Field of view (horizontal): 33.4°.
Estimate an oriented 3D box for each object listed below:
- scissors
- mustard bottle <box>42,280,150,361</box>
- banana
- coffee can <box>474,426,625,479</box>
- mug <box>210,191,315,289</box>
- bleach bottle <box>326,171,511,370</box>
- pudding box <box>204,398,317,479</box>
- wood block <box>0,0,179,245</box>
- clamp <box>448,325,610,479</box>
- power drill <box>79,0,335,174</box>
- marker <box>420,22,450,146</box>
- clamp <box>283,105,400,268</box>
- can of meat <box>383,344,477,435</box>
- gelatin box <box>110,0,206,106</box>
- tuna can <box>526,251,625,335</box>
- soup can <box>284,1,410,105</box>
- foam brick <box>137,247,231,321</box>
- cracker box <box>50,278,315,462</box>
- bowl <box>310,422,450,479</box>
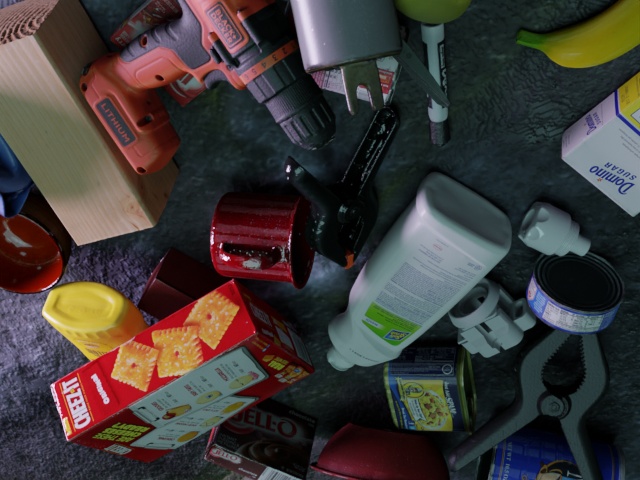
[{"bbox_3d":[0.016,-0.175,0.837,0.096,0.016,0.202,-26,96,6],"label":"scissors"},{"bbox_3d":[-0.211,0.111,1.133,0.096,0.058,0.191,6,152,20],"label":"mustard bottle"},{"bbox_3d":[0.244,-0.192,0.821,0.069,0.037,0.198,36,127,-19],"label":"banana"},{"bbox_3d":[0.244,0.257,1.150,0.140,0.102,0.103,12,130,2],"label":"coffee can"},{"bbox_3d":[-0.057,0.001,0.997,0.081,0.117,0.093,5,114,14],"label":"mug"},{"bbox_3d":[0.074,0.048,1.040,0.102,0.068,0.251,30,131,-12],"label":"bleach bottle"},{"bbox_3d":[-0.065,0.222,1.195,0.113,0.090,0.039,26,131,-11],"label":"pudding box"},{"bbox_3d":[-0.220,-0.108,0.954,0.091,0.090,0.206,-13,126,22],"label":"wood block"},{"bbox_3d":[0.240,0.168,1.065,0.164,0.036,0.210,21,104,0],"label":"clamp"},{"bbox_3d":[-0.094,-0.125,0.862,0.188,0.057,0.184,-27,99,35],"label":"power drill"},{"bbox_3d":[0.099,-0.132,0.913,0.020,0.020,0.121,0,129,11],"label":"marker"},{"bbox_3d":[0.027,-0.044,0.971,0.120,0.039,0.171,-30,147,-14],"label":"clamp"},{"bbox_3d":[0.117,0.156,1.124,0.084,0.057,0.102,-2,128,16],"label":"can of meat"},{"bbox_3d":[-0.124,-0.169,0.922,0.073,0.030,0.089,-32,116,32],"label":"gelatin box"},{"bbox_3d":[0.235,0.047,0.989,0.086,0.086,0.034,11,132,2],"label":"tuna can"},{"bbox_3d":[0.016,-0.156,0.879,0.102,0.068,0.069,15,130,-1],"label":"soup can"},{"bbox_3d":[-0.139,0.055,1.097,0.078,0.051,0.053,30,129,-13],"label":"foam brick"},{"bbox_3d":[-0.133,0.135,1.068,0.214,0.072,0.164,-29,154,9],"label":"cracker box"},{"bbox_3d":[0.072,0.234,1.167,0.162,0.055,0.162,9,173,1],"label":"bowl"}]
